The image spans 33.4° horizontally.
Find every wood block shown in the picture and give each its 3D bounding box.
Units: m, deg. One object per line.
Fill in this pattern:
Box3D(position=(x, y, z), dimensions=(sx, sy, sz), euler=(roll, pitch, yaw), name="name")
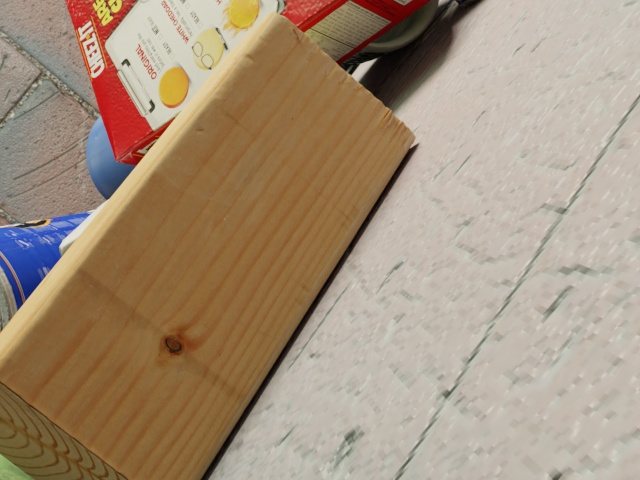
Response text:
Box3D(position=(-0.056, 0.011, 0.464), dimensions=(0.205, 0.090, 0.090), euler=(-57, 14, -31), name="wood block")

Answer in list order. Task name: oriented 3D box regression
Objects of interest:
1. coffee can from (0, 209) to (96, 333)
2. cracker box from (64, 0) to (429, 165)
Box3D(position=(-0.188, 0.037, 0.710), dimensions=(0.103, 0.103, 0.140), euler=(-43, -15, 30), name="coffee can")
Box3D(position=(-0.053, -0.164, 0.656), dimensions=(0.214, 0.164, 0.072), euler=(-31, -22, 28), name="cracker box")
